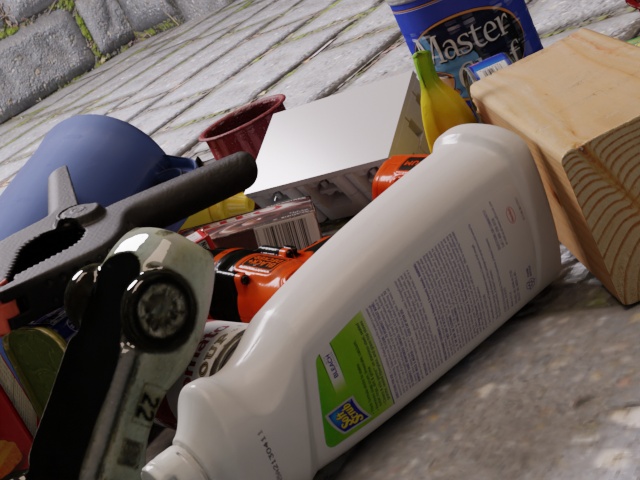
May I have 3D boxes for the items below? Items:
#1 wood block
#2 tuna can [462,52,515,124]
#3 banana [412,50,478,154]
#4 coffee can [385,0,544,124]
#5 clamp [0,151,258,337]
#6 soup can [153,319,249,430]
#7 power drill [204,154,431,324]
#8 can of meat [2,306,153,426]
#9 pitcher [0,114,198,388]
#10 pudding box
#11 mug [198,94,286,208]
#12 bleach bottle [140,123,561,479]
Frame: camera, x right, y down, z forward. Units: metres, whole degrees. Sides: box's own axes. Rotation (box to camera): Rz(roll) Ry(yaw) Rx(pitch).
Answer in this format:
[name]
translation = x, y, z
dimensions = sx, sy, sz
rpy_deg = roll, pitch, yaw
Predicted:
[wood block]
translation = 0.162, -0.052, 0.613
dimensions = 0.090, 0.091, 0.206
rpy_deg = -26, 18, 4
[tuna can]
translation = 0.134, -0.091, 0.770
dimensions = 0.034, 0.086, 0.086
rpy_deg = -23, 18, 5
[banana]
translation = 0.099, -0.073, 0.761
dimensions = 0.037, 0.069, 0.197
rpy_deg = -6, -12, 12
[coffee can]
translation = 0.127, -0.158, 0.875
dimensions = 0.103, 0.140, 0.103
rpy_deg = -24, 18, 8
[clamp]
translation = -0.155, -0.005, 0.682
dimensions = 0.165, 0.036, 0.209
rpy_deg = 0, 27, 30
[soup can]
translation = -0.058, 0.078, 0.596
dimensions = 0.068, 0.068, 0.102
rpy_deg = -37, 20, -30
[power drill]
translation = 0.008, 0.005, 0.682
dimensions = 0.187, 0.057, 0.185
rpy_deg = -31, 25, -31
[can of meat]
translation = -0.132, 0.076, 0.655
dimensions = 0.058, 0.102, 0.083
rpy_deg = -5, 25, 39
[pitcher]
translation = -0.197, 0.012, 0.816
dimensions = 0.149, 0.145, 0.242
rpy_deg = -59, 5, 37
[pudding box]
translation = -0.055, 0.001, 0.811
dimensions = 0.113, 0.039, 0.090
rpy_deg = -13, 11, 0
[mug]
translation = -0.054, -0.089, 1.036
dimensions = 0.093, 0.081, 0.117
rpy_deg = -18, 20, 27
[bleach bottle]
translation = 0.015, 0.043, 0.533
dimensions = 0.250, 0.102, 0.068
rpy_deg = -36, 26, -28
